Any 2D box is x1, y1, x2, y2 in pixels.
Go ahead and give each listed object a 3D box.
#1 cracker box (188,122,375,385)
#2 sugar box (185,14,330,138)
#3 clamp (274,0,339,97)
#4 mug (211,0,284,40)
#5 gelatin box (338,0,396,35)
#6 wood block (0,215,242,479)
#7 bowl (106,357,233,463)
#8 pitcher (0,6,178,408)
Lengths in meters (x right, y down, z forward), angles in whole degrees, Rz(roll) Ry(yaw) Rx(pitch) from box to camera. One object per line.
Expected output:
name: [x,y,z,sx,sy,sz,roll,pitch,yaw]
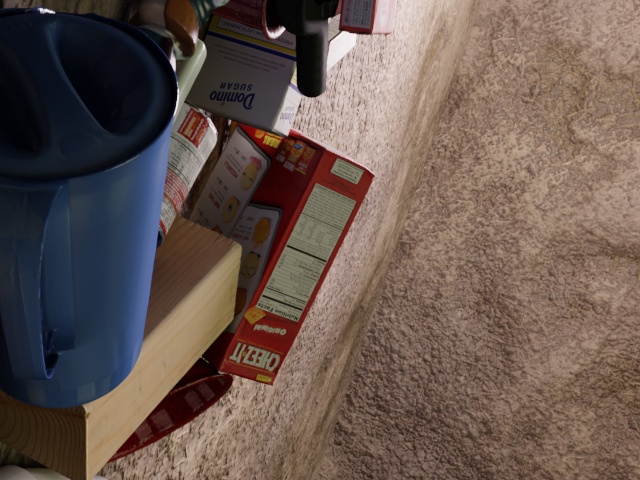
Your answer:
cracker box: [-0.056,0.001,0.977,0.072,0.164,0.214,22,96,-35]
sugar box: [-0.044,-0.186,0.926,0.176,0.093,0.048,-70,161,3]
clamp: [-0.006,-0.180,0.833,0.171,0.039,0.120,12,92,-73]
mug: [-0.061,-0.208,0.839,0.117,0.081,0.093,82,30,-68]
gelatin box: [0.042,-0.208,0.846,0.073,0.030,0.089,-33,131,-70]
wood block: [-0.153,0.072,0.816,0.205,0.091,0.090,-49,156,-46]
bowl: [-0.160,0.139,0.942,0.162,0.055,0.162,-29,164,-9]
pitcher: [-0.156,0.002,0.620,0.149,0.145,0.243,-36,154,-34]
